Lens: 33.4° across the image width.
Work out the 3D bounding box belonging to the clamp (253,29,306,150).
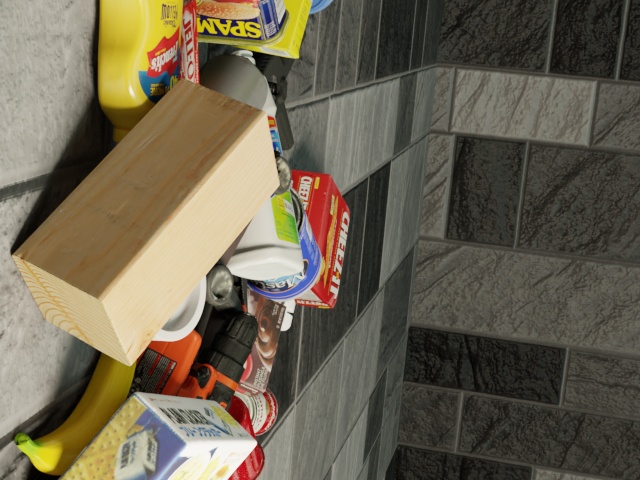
[{"bbox_3d":[-0.058,-0.198,1.323,0.209,0.036,0.164,-9,106,-77],"label":"clamp"}]

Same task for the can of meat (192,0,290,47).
[{"bbox_3d":[-0.086,-0.237,1.018,0.084,0.102,0.057,78,25,-52],"label":"can of meat"}]

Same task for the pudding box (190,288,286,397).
[{"bbox_3d":[-0.096,0.110,1.215,0.039,0.090,0.113,-32,-142,50],"label":"pudding box"}]

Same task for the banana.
[{"bbox_3d":[-0.193,0.139,0.902,0.197,0.037,0.070,-61,157,-60],"label":"banana"}]

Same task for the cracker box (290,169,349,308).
[{"bbox_3d":[-0.011,0.003,1.580,0.213,0.072,0.164,52,48,-74],"label":"cracker box"}]

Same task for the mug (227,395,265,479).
[{"bbox_3d":[-0.113,0.218,1.211,0.117,0.093,0.081,-80,165,-50],"label":"mug"}]

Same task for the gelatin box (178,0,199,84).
[{"bbox_3d":[-0.137,-0.174,0.987,0.073,0.030,0.089,-60,155,-61],"label":"gelatin box"}]

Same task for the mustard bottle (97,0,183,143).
[{"bbox_3d":[-0.148,-0.156,0.881,0.096,0.058,0.192,-38,135,-71],"label":"mustard bottle"}]

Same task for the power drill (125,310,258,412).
[{"bbox_3d":[-0.130,0.137,1.073,0.184,0.057,0.187,-64,161,-13],"label":"power drill"}]

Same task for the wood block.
[{"bbox_3d":[-0.129,-0.019,0.836,0.205,0.090,0.091,-52,154,-29],"label":"wood block"}]

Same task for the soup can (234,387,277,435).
[{"bbox_3d":[-0.098,0.209,1.318,0.102,0.068,0.068,32,66,-76],"label":"soup can"}]

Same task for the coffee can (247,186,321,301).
[{"bbox_3d":[-0.058,0.002,1.286,0.140,0.103,0.102,71,29,-64],"label":"coffee can"}]

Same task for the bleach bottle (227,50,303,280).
[{"bbox_3d":[-0.075,-0.087,1.157,0.102,0.068,0.251,23,56,-67],"label":"bleach bottle"}]
